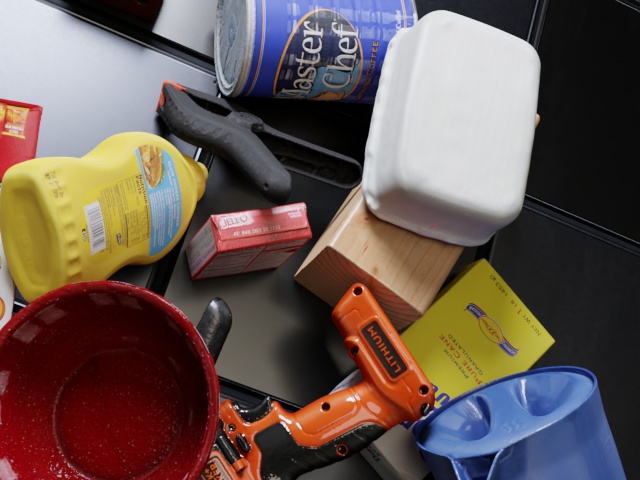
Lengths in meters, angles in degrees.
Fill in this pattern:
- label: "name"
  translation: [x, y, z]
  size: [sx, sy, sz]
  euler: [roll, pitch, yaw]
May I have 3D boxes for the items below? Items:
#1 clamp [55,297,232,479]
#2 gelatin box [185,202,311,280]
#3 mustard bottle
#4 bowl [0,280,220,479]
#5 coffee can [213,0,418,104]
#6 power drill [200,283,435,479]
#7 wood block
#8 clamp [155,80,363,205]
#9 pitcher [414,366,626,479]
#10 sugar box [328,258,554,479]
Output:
- label: "clamp"
  translation: [-0.135, 0.149, 0.720]
  size: [0.165, 0.036, 0.210]
  euler: [-6, 76, 13]
- label: "gelatin box"
  translation: [-0.055, 0.001, 0.796]
  size: [0.073, 0.089, 0.030]
  euler: [-9, 77, -21]
- label: "mustard bottle"
  translation: [-0.141, -0.026, 0.762]
  size: [0.191, 0.058, 0.096]
  euler: [-30, 118, -56]
- label: "bowl"
  translation: [-0.137, 0.109, 0.678]
  size: [0.162, 0.055, 0.162]
  euler: [-2, 76, 8]
- label: "coffee can"
  translation: [-0.006, -0.163, 0.859]
  size: [0.140, 0.103, 0.103]
  euler: [1, 73, -19]
- label: "power drill"
  translation: [-0.028, 0.112, 0.762]
  size: [0.187, 0.057, 0.184]
  euler: [-34, 80, -3]
- label: "wood block"
  translation: [0.079, -0.035, 0.854]
  size: [0.090, 0.091, 0.206]
  euler: [36, 65, -5]
- label: "clamp"
  translation: [-0.051, -0.076, 0.820]
  size: [0.172, 0.039, 0.120]
  euler: [37, 20, 30]
- label: "pitcher"
  translation: [0.175, 0.218, 0.771]
  size: [0.149, 0.145, 0.243]
  euler: [-24, 98, -14]
- label: "sugar box"
  translation: [0.094, 0.104, 0.839]
  size: [0.176, 0.048, 0.093]
  euler: [-41, 90, -26]
